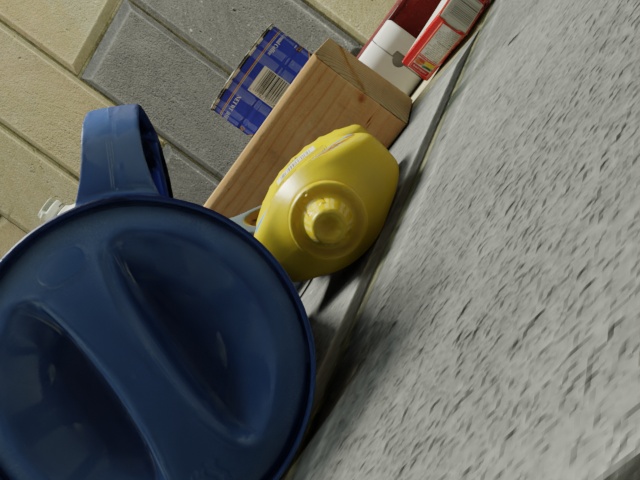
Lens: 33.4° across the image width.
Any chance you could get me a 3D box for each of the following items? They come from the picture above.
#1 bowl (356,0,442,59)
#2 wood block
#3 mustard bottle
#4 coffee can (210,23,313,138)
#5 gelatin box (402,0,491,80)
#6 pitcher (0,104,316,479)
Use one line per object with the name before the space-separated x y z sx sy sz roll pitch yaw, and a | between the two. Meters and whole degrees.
bowl | 0.098 -0.223 1.078 0.162 0.055 0.162 -53 5 7
wood block | -0.024 -0.052 0.875 0.206 0.090 0.090 -52 5 20
mustard bottle | 0.003 -0.021 0.619 0.096 0.058 0.191 -43 6 5
coffee can | -0.020 -0.127 1.033 0.103 0.140 0.103 -53 5 7
gelatin box | 0.110 -0.182 0.861 0.089 0.030 0.073 -57 5 -29
pitcher | -0.074 0.038 0.511 0.149 0.145 0.243 -54 3 -1
